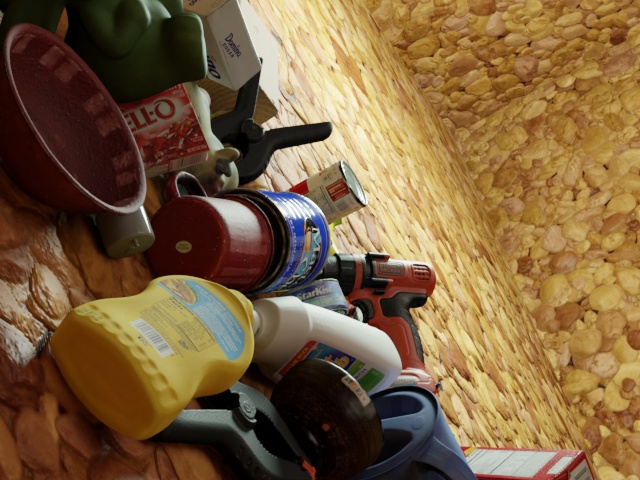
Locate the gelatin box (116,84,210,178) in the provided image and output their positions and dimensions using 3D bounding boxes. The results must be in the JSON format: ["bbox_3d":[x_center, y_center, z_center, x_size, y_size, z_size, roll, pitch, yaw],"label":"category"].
[{"bbox_3d":[-0.151,-0.094,0.935,0.073,0.089,0.030,67,-19,13],"label":"gelatin box"}]

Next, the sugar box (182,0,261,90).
[{"bbox_3d":[-0.142,-0.220,1.064,0.176,0.048,0.093,31,-26,38],"label":"sugar box"}]

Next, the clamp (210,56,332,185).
[{"bbox_3d":[-0.066,-0.108,1.135,0.120,0.171,0.039,33,-27,2],"label":"clamp"}]

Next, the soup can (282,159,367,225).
[{"bbox_3d":[-0.001,-0.048,1.337,0.068,0.102,0.068,55,16,-25],"label":"soup can"}]

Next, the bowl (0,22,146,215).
[{"bbox_3d":[-0.200,-0.079,0.797,0.162,0.055,0.162,55,16,-24],"label":"bowl"}]

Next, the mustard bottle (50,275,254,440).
[{"bbox_3d":[-0.101,0.071,0.768,0.096,0.058,0.191,43,25,11],"label":"mustard bottle"}]

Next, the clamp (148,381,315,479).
[{"bbox_3d":[-0.075,0.145,0.849,0.210,0.036,0.164,50,19,-25],"label":"clamp"}]

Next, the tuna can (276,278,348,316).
[{"bbox_3d":[-0.015,0.073,1.095,0.034,0.086,0.086,67,15,16],"label":"tuna can"}]

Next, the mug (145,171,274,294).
[{"bbox_3d":[-0.103,-0.007,0.932,0.081,0.093,0.117,4,62,-67],"label":"mug"}]

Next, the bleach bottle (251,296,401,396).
[{"bbox_3d":[-0.018,0.108,1.032,0.250,0.103,0.068,27,30,-55],"label":"bleach bottle"}]

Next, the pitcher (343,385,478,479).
[{"bbox_3d":[0.114,0.276,1.062,0.242,0.145,0.149,59,14,-22],"label":"pitcher"}]

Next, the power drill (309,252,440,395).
[{"bbox_3d":[0.057,0.100,1.235,0.057,0.184,0.187,122,-33,-57],"label":"power drill"}]

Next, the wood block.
[{"bbox_3d":[-0.110,-0.208,1.286,0.090,0.090,0.206,53,17,-27],"label":"wood block"}]

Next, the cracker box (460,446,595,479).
[{"bbox_3d":[0.213,0.313,1.165,0.072,0.214,0.164,-29,101,-38],"label":"cracker box"}]

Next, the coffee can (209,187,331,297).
[{"bbox_3d":[-0.057,0.001,1.049,0.103,0.103,0.140,63,15,7],"label":"coffee can"}]
